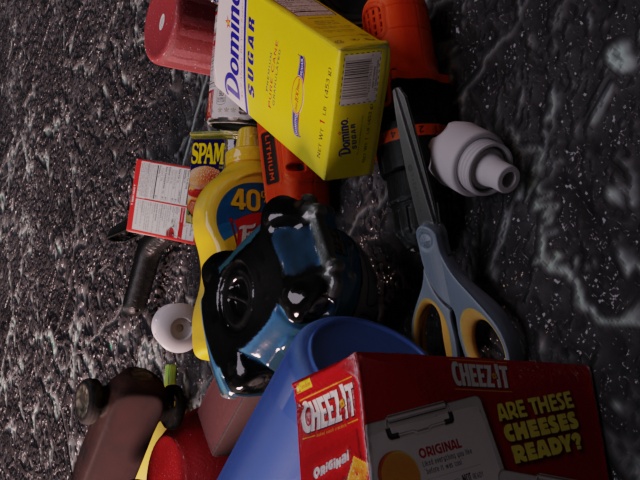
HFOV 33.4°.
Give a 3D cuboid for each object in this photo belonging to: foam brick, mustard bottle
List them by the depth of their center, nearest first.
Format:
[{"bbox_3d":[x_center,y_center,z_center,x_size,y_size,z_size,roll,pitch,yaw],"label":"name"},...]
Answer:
[{"bbox_3d":[-0.055,0.001,0.858,0.058,0.096,0.191,-25,63,56],"label":"mustard bottle"},{"bbox_3d":[-0.060,0.135,0.883,0.078,0.052,0.051,-63,37,32],"label":"foam brick"}]

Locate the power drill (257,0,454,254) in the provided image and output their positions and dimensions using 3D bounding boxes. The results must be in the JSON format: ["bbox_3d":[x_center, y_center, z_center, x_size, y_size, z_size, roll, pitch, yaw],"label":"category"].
[{"bbox_3d":[0.026,-0.066,0.776,0.188,0.057,0.184,-22,70,54],"label":"power drill"}]

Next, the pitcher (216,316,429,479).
[{"bbox_3d":[-0.006,0.166,0.711,0.149,0.144,0.243,52,130,38],"label":"pitcher"}]

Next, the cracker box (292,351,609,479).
[{"bbox_3d":[0.076,0.171,0.542,0.072,0.163,0.214,-32,58,50],"label":"cracker box"}]

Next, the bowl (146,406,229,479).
[{"bbox_3d":[-0.114,0.219,0.954,0.162,0.055,0.162,-17,70,57],"label":"bowl"}]

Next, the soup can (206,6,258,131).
[{"bbox_3d":[-0.061,-0.147,0.923,0.069,0.068,0.102,2,86,59],"label":"soup can"}]

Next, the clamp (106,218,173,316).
[{"bbox_3d":[-0.182,-0.018,1.127,0.172,0.039,0.120,-58,45,26],"label":"clamp"}]

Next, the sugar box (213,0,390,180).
[{"bbox_3d":[-0.020,-0.121,0.742,0.176,0.048,0.093,41,132,46],"label":"sugar box"}]

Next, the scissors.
[{"bbox_3d":[0.083,0.009,0.656,0.096,0.016,0.202,14,113,50],"label":"scissors"}]

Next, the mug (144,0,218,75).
[{"bbox_3d":[-0.121,-0.198,1.018,0.117,0.081,0.093,-16,70,57],"label":"mug"}]

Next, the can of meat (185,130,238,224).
[{"bbox_3d":[-0.079,-0.053,0.947,0.102,0.057,0.084,8,94,59],"label":"can of meat"}]

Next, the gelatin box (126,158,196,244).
[{"bbox_3d":[-0.143,-0.038,1.042,0.089,0.030,0.073,11,95,29],"label":"gelatin box"}]
